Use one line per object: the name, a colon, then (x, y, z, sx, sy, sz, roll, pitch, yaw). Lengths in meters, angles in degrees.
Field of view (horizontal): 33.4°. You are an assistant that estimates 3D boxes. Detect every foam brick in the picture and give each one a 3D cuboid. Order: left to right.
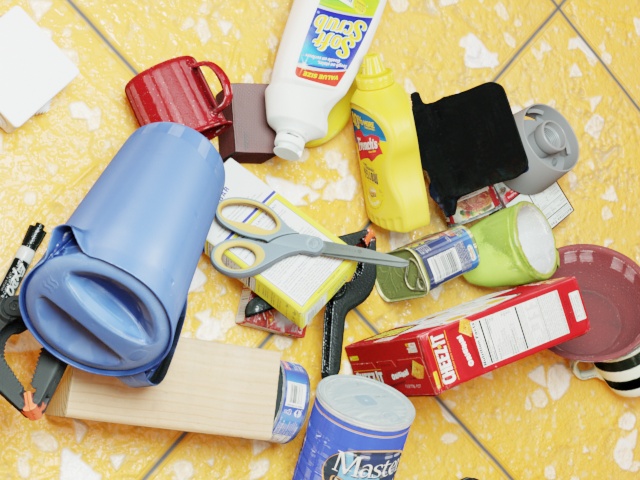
foam brick: (-0.079, -0.126, 1.148, 0.052, 0.051, 0.078, 0, 83, -25)

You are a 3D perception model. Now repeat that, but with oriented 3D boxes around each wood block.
wood block: (-0.154, 0.141, 1.053, 0.205, 0.091, 0.090, 11, 78, -24)

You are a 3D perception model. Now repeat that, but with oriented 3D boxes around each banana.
banana: (0.015, -0.182, 1.209, 0.069, 0.037, 0.197, 27, 72, -20)

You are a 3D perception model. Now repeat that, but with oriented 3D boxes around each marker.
marker: (-0.299, 0.036, 1.037, 0.020, 0.020, 0.121, 29, 71, -20)

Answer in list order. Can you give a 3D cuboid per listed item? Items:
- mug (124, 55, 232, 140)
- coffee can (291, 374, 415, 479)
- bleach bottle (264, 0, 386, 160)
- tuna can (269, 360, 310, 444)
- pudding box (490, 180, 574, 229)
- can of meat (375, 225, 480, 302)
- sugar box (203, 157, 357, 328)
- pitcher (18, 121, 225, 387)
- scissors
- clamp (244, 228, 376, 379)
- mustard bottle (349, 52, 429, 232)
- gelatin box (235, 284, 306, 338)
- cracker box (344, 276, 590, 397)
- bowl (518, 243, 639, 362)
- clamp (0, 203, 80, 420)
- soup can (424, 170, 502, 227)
mug: (-0.140, -0.141, 1.089, 0.093, 0.117, 0.081, -24, 89, -57)
coffee can: (0.029, 0.223, 1.092, 0.102, 0.103, 0.140, 6, 110, -25)
bleach bottle: (0.005, -0.198, 1.147, 0.102, 0.068, 0.250, 26, 67, -23)
tuna can: (-0.044, 0.166, 1.105, 0.033, 0.086, 0.086, 16, 76, -25)
pudding box: (0.246, -0.056, 1.303, 0.089, 0.039, 0.113, -37, 101, -27)
can of meat: (0.118, 0.025, 1.195, 0.083, 0.102, 0.057, -23, 93, -29)
sugar box: (-0.057, 0.001, 1.104, 0.176, 0.048, 0.093, 37, 65, 17)
pitcher: (-0.163, 0.005, 0.974, 0.145, 0.149, 0.242, 27, 38, -8)
scissors: (-0.022, 0.018, 1.061, 0.202, 0.016, 0.096, 25, 65, 10)
clamp: (0.013, 0.063, 1.138, 0.171, 0.039, 0.120, -43, 100, -23)
mustard bottle: (0.071, -0.109, 1.158, 0.058, 0.096, 0.191, -19, 115, -17)
gelatin box: (-0.046, 0.054, 1.150, 0.073, 0.030, 0.089, 17, 76, -23)
cracker box: (0.160, 0.109, 1.168, 0.213, 0.164, 0.072, -18, 89, -27)
bowl: (0.318, 0.085, 1.282, 0.162, 0.055, 0.162, -4, 57, 6)
clamp: (-0.267, 0.060, 0.976, 0.164, 0.036, 0.210, -19, 63, -10)
soup can: (0.162, -0.074, 1.248, 0.068, 0.069, 0.102, -23, 93, -27)
